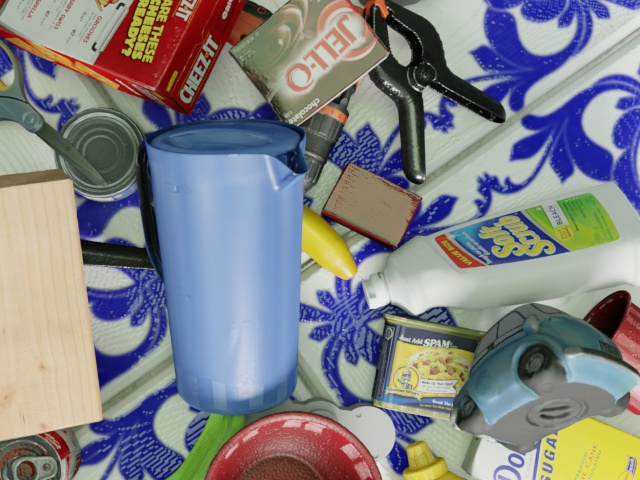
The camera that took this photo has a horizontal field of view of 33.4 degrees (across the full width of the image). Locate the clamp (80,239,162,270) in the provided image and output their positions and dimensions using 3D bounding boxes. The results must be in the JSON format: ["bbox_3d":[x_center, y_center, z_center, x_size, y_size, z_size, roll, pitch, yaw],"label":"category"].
[{"bbox_3d":[-0.254,0.012,0.959,0.164,0.036,0.210,-42,106,-9],"label":"clamp"}]

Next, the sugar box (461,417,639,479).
[{"bbox_3d":[0.230,0.204,0.987,0.176,0.048,0.093,22,86,-2],"label":"sugar box"}]

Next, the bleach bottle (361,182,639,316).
[{"bbox_3d":[0.164,0.022,0.972,0.251,0.068,0.102,-15,46,-2],"label":"bleach bottle"}]

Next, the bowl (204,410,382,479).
[{"bbox_3d":[-0.028,0.227,0.904,0.162,0.055,0.162,3,78,-15],"label":"bowl"}]

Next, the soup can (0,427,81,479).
[{"bbox_3d":[-0.251,0.196,0.937,0.068,0.102,0.068,0,87,-3],"label":"soup can"}]

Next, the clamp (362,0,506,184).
[{"bbox_3d":[0.085,-0.140,0.981,0.171,0.039,0.120,48,68,-12],"label":"clamp"}]

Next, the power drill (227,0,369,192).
[{"bbox_3d":[-0.059,-0.154,0.990,0.187,0.057,0.184,20,82,-4],"label":"power drill"}]

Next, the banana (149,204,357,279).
[{"bbox_3d":[-0.056,-0.017,0.994,0.198,0.037,0.070,13,105,-1],"label":"banana"}]

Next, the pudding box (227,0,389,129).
[{"bbox_3d":[-0.009,-0.164,0.937,0.113,0.039,0.090,-38,91,6],"label":"pudding box"}]

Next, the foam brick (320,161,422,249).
[{"bbox_3d":[0.046,-0.032,0.989,0.078,0.053,0.051,26,86,-2],"label":"foam brick"}]

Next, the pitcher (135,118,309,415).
[{"bbox_3d":[-0.084,0.019,0.922,0.145,0.149,0.243,-3,109,-7],"label":"pitcher"}]

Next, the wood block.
[{"bbox_3d":[-0.245,0.050,0.899,0.090,0.091,0.206,-9,101,-18],"label":"wood block"}]

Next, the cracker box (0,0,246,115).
[{"bbox_3d":[-0.174,-0.222,0.940,0.214,0.072,0.164,24,86,26],"label":"cracker box"}]

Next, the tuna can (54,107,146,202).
[{"bbox_3d":[-0.202,-0.079,0.989,0.086,0.034,0.086,0,87,-3],"label":"tuna can"}]

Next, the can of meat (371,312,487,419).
[{"bbox_3d":[0.101,0.117,0.981,0.102,0.057,0.084,10,88,-2],"label":"can of meat"}]

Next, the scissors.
[{"bbox_3d":[-0.281,-0.102,0.974,0.096,0.016,0.202,-35,74,4],"label":"scissors"}]
